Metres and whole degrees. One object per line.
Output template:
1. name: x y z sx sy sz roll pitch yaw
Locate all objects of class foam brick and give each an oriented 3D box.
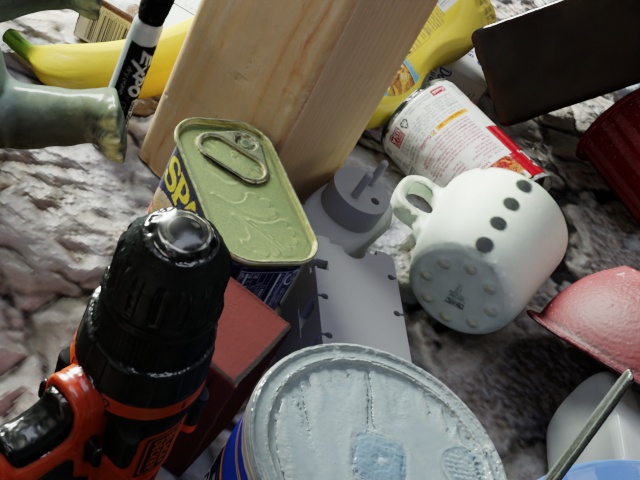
1. foam brick: -0.059 0.061 0.499 0.053 0.078 0.051 38 39 6

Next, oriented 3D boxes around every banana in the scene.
1. banana: -0.094 -0.127 0.664 0.197 0.037 0.069 -17 82 -11

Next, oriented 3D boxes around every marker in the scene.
1. marker: -0.106 -0.100 0.607 0.020 0.121 0.020 17 41 -16

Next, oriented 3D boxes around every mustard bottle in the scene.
1. mustard bottle: 0.034 -0.133 0.751 0.096 0.058 0.191 47 63 -1

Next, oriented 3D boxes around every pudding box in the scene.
1. pudding box: -0.096 -0.145 0.728 0.113 0.039 0.090 31 39 -3

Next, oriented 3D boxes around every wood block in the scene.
1. wood block: -0.015 -0.107 0.604 0.090 0.206 0.090 44 41 16

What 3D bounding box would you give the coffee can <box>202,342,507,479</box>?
1. coffee can: -0.006 0.123 0.415 0.102 0.140 0.103 18 41 -16

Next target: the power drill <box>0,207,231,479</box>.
1. power drill: -0.118 0.078 0.374 0.187 0.185 0.057 -27 65 -36

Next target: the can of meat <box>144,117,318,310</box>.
1. can of meat: -0.054 0.001 0.561 0.057 0.084 0.102 0 48 -32

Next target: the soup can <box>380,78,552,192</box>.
1. soup can: 0.098 -0.053 0.728 0.068 0.069 0.102 -20 60 -44
